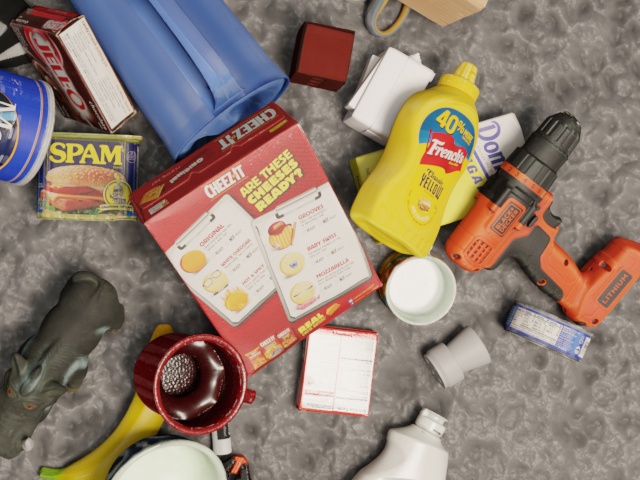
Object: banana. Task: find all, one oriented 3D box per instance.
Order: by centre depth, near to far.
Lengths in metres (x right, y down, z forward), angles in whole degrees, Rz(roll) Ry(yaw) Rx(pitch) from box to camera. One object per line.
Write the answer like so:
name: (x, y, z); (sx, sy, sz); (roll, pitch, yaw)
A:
banana: (-0.192, 0.177, 1.057); (0.069, 0.037, 0.198); (40, 86, -9)

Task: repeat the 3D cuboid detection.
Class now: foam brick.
foam brick: (0.000, -0.181, 1.059); (0.053, 0.078, 0.051); (10, 90, -6)

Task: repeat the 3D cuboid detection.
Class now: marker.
marker: (-0.104, 0.155, 1.078); (0.020, 0.020, 0.121); (-4, 91, -8)

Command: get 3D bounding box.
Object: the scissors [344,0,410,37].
scissors: (0.077, -0.308, 1.089); (0.096, 0.016, 0.202); (19, 88, -26)

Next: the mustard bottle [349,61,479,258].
mustard bottle: (0.104, -0.086, 1.029); (0.096, 0.058, 0.191); (33, 79, -39)

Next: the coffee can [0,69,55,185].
coffee can: (-0.329, -0.115, 0.974); (0.140, 0.103, 0.103); (14, 89, -37)

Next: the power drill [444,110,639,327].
power drill: (0.242, -0.013, 1.076); (0.187, 0.057, 0.184); (35, 100, -19)

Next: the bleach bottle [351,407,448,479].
bleach bottle: (0.050, 0.282, 1.081); (0.102, 0.068, 0.251); (30, 84, -8)

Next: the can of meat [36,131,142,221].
can of meat: (-0.226, -0.062, 1.040); (0.102, 0.057, 0.084); (2, 93, -8)

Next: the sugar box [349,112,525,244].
sugar box: (0.127, -0.064, 1.094); (0.176, 0.048, 0.093); (-17, 93, -6)

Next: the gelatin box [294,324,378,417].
gelatin box: (0.016, 0.132, 1.089); (0.073, 0.030, 0.089); (7, 90, -9)

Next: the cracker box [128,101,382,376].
cracker box: (-0.057, 0.001, 1.011); (0.164, 0.072, 0.213); (-34, 126, -6)

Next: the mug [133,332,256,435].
mug: (-0.117, 0.134, 1.018); (0.117, 0.082, 0.093); (16, 84, -28)

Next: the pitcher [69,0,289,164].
pitcher: (-0.149, -0.204, 0.996); (0.149, 0.144, 0.243); (-39, 87, 39)

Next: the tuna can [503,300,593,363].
tuna can: (0.232, 0.093, 1.090); (0.086, 0.086, 0.034); (24, 89, -8)

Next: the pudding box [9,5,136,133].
pudding box: (-0.231, -0.161, 0.999); (0.039, 0.090, 0.113); (-44, 130, -22)
